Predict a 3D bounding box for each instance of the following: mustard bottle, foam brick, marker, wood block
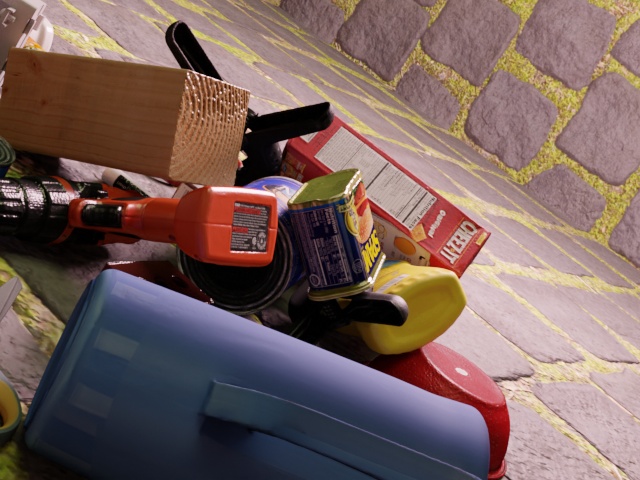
[{"bbox_3d":[0.054,0.054,1.005,0.058,0.096,0.192,62,-15,-15],"label":"mustard bottle"},{"bbox_3d":[-0.124,0.050,0.757,0.053,0.051,0.078,39,16,20],"label":"foam brick"},{"bbox_3d":[-0.157,-0.031,1.010,0.121,0.020,0.020,36,15,14],"label":"marker"},{"bbox_3d":[-0.175,-0.107,0.930,0.206,0.090,0.090,12,3,31],"label":"wood block"}]

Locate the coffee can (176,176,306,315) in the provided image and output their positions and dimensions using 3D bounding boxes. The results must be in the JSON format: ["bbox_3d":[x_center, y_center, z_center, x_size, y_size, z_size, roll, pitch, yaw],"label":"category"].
[{"bbox_3d":[-0.056,0.001,0.949,0.103,0.103,0.140,34,15,6],"label":"coffee can"}]

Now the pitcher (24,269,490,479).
[{"bbox_3d":[-0.032,0.109,0.596,0.242,0.149,0.145,25,28,-13],"label":"pitcher"}]

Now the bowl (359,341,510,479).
[{"bbox_3d":[0.112,0.138,0.949,0.162,0.055,0.162,30,15,-9],"label":"bowl"}]

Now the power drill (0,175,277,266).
[{"bbox_3d":[-0.140,-0.018,0.785,0.188,0.057,0.184,7,3,30],"label":"power drill"}]

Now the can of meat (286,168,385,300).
[{"bbox_3d":[0.013,-0.007,0.900,0.102,0.057,0.084,-56,132,-69],"label":"can of meat"}]

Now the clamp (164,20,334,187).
[{"bbox_3d":[-0.082,-0.113,0.995,0.164,0.036,0.210,34,-26,-1],"label":"clamp"}]

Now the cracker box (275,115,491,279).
[{"bbox_3d":[0.050,-0.019,1.096,0.214,0.072,0.164,37,-28,5],"label":"cracker box"}]

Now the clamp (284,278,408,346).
[{"bbox_3d":[0.002,0.063,0.908,0.171,0.120,0.039,-134,-157,-76],"label":"clamp"}]

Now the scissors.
[{"bbox_3d":[-0.192,0.069,0.631,0.096,0.016,0.201,36,15,5],"label":"scissors"}]
